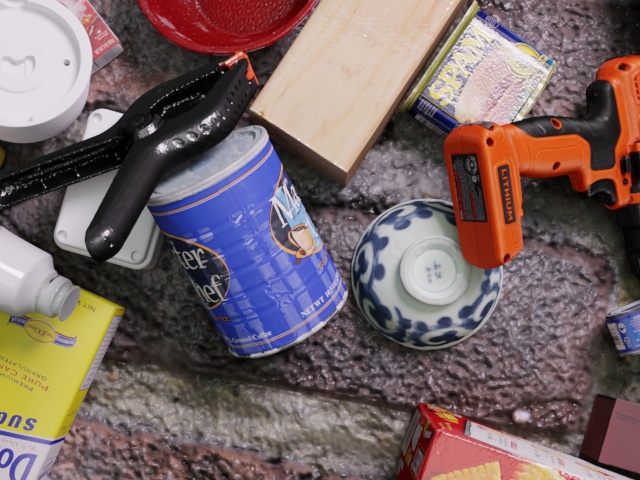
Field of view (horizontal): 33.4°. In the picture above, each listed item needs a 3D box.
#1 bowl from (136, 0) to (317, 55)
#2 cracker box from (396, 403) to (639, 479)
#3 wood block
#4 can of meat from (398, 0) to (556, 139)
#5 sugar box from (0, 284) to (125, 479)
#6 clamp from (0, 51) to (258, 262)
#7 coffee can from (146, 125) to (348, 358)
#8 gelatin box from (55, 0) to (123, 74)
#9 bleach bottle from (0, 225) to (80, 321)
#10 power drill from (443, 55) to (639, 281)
[{"bbox_3d":[-0.065,-0.213,0.842,0.162,0.055,0.162,-2,79,11],"label":"bowl"},{"bbox_3d":[0.165,0.190,0.767,0.213,0.164,0.072,20,88,2],"label":"cracker box"},{"bbox_3d":[0.039,-0.156,0.829,0.090,0.091,0.206,33,87,2],"label":"wood block"},{"bbox_3d":[0.125,-0.122,0.844,0.084,0.057,0.102,35,87,-1],"label":"can of meat"},{"bbox_3d":[-0.233,0.114,0.831,0.093,0.048,0.176,24,85,4],"label":"sugar box"},{"bbox_3d":[-0.120,-0.064,0.752,0.209,0.165,0.036,-36,128,-19],"label":"clamp"},{"bbox_3d":[-0.055,0.001,0.788,0.103,0.103,0.140,-28,110,-2],"label":"coffee can"},{"bbox_3d":[-0.216,-0.158,0.859,0.089,0.030,0.073,-38,87,-3],"label":"gelatin box"},{"bbox_3d":[-0.291,-0.005,0.796,0.251,0.102,0.068,24,98,9],"label":"bleach bottle"},{"bbox_3d":[0.191,-0.036,0.806,0.187,0.057,0.184,-15,96,-25],"label":"power drill"}]
